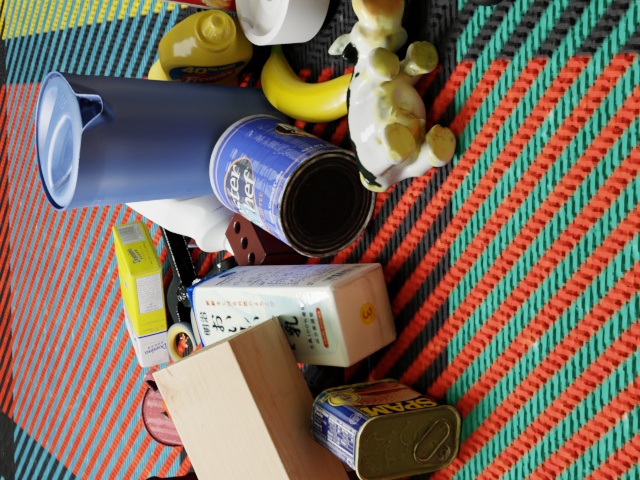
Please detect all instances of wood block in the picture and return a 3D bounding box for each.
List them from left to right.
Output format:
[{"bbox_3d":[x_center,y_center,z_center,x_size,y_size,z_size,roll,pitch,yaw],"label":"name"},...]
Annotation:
[{"bbox_3d":[-0.050,0.184,0.933,0.091,0.090,0.206,-25,89,28],"label":"wood block"}]

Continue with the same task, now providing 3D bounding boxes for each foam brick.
[{"bbox_3d":[-0.057,0.001,1.107,0.078,0.051,0.053,62,140,34],"label":"foam brick"}]

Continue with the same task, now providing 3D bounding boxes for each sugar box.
[{"bbox_3d":[-0.224,0.070,1.341,0.176,0.048,0.093,96,155,-43],"label":"sugar box"}]

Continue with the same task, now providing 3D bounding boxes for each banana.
[{"bbox_3d":[-0.012,-0.148,1.033,0.198,0.037,0.070,34,122,52],"label":"banana"}]

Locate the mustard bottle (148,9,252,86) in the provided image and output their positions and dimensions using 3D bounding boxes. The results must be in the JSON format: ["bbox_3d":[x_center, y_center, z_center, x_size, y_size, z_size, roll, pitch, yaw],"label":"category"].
[{"bbox_3d":[-0.121,-0.192,1.109,0.192,0.096,0.058,142,120,-71],"label":"mustard bottle"}]

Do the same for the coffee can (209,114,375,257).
[{"bbox_3d":[-0.029,-0.054,1.007,0.140,0.102,0.103,31,119,53],"label":"coffee can"}]

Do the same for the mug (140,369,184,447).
[{"bbox_3d":[-0.157,0.190,1.238,0.082,0.093,0.117,-5,131,53],"label":"mug"}]

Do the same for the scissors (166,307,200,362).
[{"bbox_3d":[-0.123,0.163,1.182,0.096,0.016,0.202,-19,75,34],"label":"scissors"}]

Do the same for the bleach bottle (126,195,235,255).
[{"bbox_3d":[-0.174,-0.057,1.207,0.251,0.102,0.068,38,143,27],"label":"bleach bottle"}]

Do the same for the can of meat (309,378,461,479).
[{"bbox_3d":[0.053,0.157,0.901,0.084,0.101,0.057,22,112,58],"label":"can of meat"}]

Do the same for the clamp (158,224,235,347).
[{"bbox_3d":[-0.155,0.049,1.256,0.120,0.039,0.172,46,137,29],"label":"clamp"}]

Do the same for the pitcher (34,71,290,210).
[{"bbox_3d":[-0.161,-0.098,1.084,0.149,0.242,0.145,39,125,50],"label":"pitcher"}]
